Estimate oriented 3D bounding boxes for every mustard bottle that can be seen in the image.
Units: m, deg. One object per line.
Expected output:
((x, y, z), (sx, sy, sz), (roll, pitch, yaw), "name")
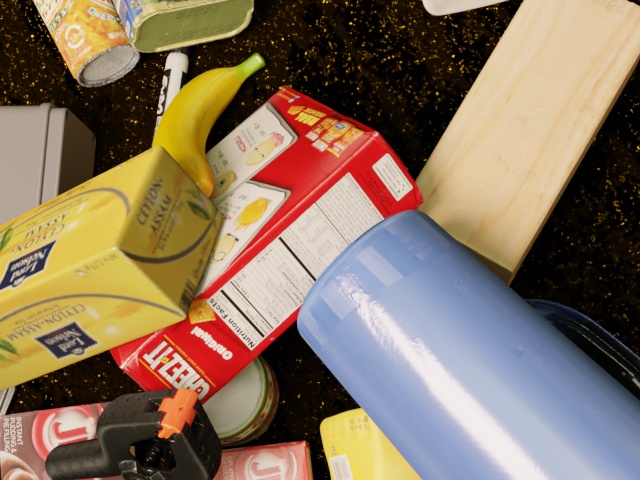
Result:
((0.048, 0.207, 0.703), (0.058, 0.096, 0.191), (-6, 77, -23), "mustard bottle")

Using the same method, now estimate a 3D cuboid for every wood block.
((0.145, -0.077, 0.761), (0.090, 0.091, 0.206), (30, 82, 11), "wood block")

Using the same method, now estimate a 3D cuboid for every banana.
((-0.089, -0.079, 0.762), (0.070, 0.197, 0.037), (-31, 117, 27), "banana")

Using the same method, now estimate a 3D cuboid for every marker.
((-0.115, -0.112, 0.825), (0.020, 0.020, 0.121), (7, 78, 6), "marker")

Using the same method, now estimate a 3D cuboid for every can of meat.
((-0.110, -0.195, 0.807), (0.102, 0.057, 0.084), (-17, 70, -21), "can of meat")

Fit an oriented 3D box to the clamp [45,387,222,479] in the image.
((-0.117, 0.135, 0.671), (0.120, 0.172, 0.039), (17, 50, -2), "clamp")

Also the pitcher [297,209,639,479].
((0.109, 0.094, 0.632), (0.145, 0.149, 0.243), (-46, 74, 8), "pitcher")

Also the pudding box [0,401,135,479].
((-0.176, 0.174, 0.756), (0.090, 0.039, 0.113), (-8, 78, 1), "pudding box")

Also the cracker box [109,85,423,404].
((-0.055, 0.001, 0.724), (0.213, 0.164, 0.072), (-43, 119, -5), "cracker box")

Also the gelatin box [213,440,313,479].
((-0.040, 0.188, 0.748), (0.073, 0.030, 0.089), (-7, 78, 3), "gelatin box")
